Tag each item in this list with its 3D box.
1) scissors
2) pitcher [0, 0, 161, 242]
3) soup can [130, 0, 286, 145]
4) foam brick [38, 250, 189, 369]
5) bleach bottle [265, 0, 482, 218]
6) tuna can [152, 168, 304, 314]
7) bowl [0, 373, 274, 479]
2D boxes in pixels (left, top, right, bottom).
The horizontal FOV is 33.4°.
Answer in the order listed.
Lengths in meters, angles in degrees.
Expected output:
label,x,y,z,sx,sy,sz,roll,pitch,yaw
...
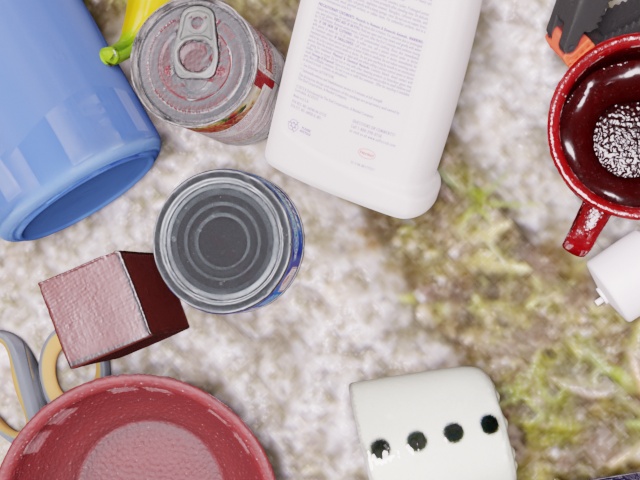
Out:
label,x,y,z,sx,sy,sz,roll,pitch,yaw
scissors,-0.147,0.138,0.650,0.096,0.016,0.202,-29,87,7
pitcher,-0.205,-0.120,0.604,0.149,0.145,0.243,-33,86,5
soup can,-0.056,-0.091,0.593,0.068,0.102,0.068,0,89,10
foam brick,-0.117,0.038,0.615,0.053,0.078,0.051,-23,85,7
bleach bottle,0.048,-0.143,0.549,0.102,0.068,0.251,22,115,11
tuna can,-0.054,0.001,0.626,0.086,0.033,0.086,0,89,10
bowl,-0.102,0.153,0.614,0.162,0.055,0.162,0,92,0
